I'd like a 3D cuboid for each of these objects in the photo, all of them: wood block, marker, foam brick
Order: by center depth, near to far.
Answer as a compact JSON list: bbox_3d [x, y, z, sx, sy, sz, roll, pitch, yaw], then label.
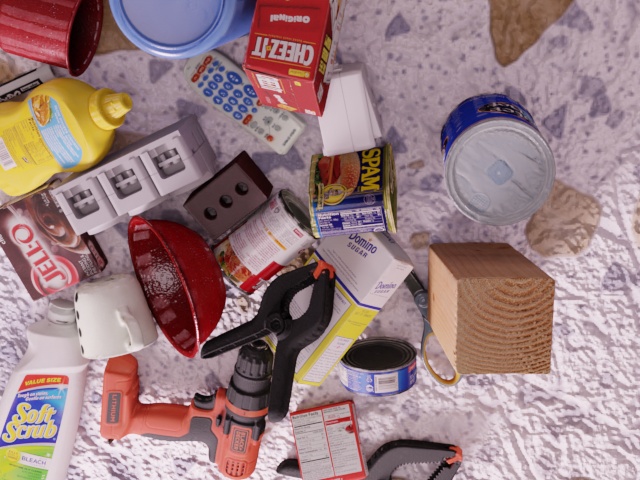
[{"bbox_3d":[0.162,0.061,1.054,0.090,0.206,0.091,0,99,-2],"label":"wood block"},{"bbox_3d":[-0.097,-0.048,1.133,0.078,0.051,0.053,-38,101,15],"label":"foam brick"},{"bbox_3d":[-0.336,-0.158,1.136,0.121,0.020,0.020,-21,105,11],"label":"marker"}]

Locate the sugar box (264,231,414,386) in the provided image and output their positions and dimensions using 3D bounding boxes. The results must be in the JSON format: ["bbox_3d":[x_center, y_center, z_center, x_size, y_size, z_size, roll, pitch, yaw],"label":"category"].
[{"bbox_3d":[0.015,0.060,1.138,0.048,0.093,0.176,20,115,-50],"label":"sugar box"}]

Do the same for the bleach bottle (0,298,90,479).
[{"bbox_3d":[-0.325,0.184,1.224,0.102,0.068,0.251,15,106,0],"label":"bleach bottle"}]

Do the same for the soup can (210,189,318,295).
[{"bbox_3d":[-0.057,0.001,1.137,0.102,0.068,0.068,-39,101,14],"label":"soup can"}]

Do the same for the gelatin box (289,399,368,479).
[{"bbox_3d":[0.010,0.230,1.209,0.073,0.030,0.089,-13,80,9],"label":"gelatin box"}]

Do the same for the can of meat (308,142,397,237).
[{"bbox_3d":[0.034,-0.051,1.095,0.084,0.102,0.057,-6,131,10],"label":"can of meat"}]

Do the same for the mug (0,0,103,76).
[{"bbox_3d":[-0.271,-0.231,1.077,0.081,0.093,0.117,15,82,5],"label":"mug"}]

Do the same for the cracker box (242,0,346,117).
[{"bbox_3d":[-0.013,-0.235,0.973,0.072,0.164,0.214,11,87,4],"label":"cracker box"}]

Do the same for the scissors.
[{"bbox_3d":[0.133,0.066,1.168,0.096,0.016,0.202,-14,106,8],"label":"scissors"}]

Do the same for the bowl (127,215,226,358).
[{"bbox_3d":[-0.146,0.041,1.134,0.055,0.162,0.162,-23,107,-24],"label":"bowl"}]

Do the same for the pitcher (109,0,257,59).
[{"bbox_3d":[-0.107,-0.244,0.971,0.145,0.242,0.149,-8,107,7],"label":"pitcher"}]

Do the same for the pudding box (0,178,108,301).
[{"bbox_3d":[-0.300,0.000,1.173,0.090,0.039,0.113,-23,104,12],"label":"pudding box"}]

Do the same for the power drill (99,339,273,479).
[{"bbox_3d":[-0.149,0.177,1.198,0.187,0.057,0.184,12,116,3],"label":"power drill"}]

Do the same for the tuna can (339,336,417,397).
[{"bbox_3d":[0.062,0.137,1.160,0.086,0.086,0.034,-1,109,5],"label":"tuna can"}]

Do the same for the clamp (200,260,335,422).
[{"bbox_3d":[-0.036,0.100,1.107,0.171,0.039,0.120,-47,72,11],"label":"clamp"}]

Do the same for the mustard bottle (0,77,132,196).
[{"bbox_3d":[-0.268,-0.114,1.092,0.192,0.058,0.096,-16,106,31],"label":"mustard bottle"}]

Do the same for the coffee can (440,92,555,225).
[{"bbox_3d":[0.171,-0.083,1.051,0.103,0.140,0.103,1,108,4],"label":"coffee can"}]

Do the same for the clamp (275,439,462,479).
[{"bbox_3d":[0.073,0.299,1.233,0.210,0.036,0.164,-21,96,9],"label":"clamp"}]
